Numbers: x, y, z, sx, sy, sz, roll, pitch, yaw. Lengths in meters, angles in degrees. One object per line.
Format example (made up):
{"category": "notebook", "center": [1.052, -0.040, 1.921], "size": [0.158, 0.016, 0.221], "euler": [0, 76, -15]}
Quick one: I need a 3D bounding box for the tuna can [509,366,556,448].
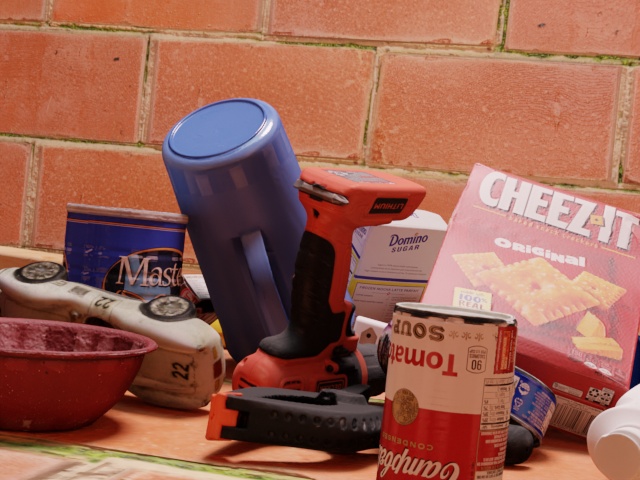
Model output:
{"category": "tuna can", "center": [0.118, 0.108, 0.736], "size": [0.086, 0.033, 0.086], "euler": [25, -17, 8]}

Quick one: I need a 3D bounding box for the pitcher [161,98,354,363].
{"category": "pitcher", "center": [-0.056, 0.001, 0.978], "size": [0.149, 0.243, 0.144], "euler": [15, 48, 37]}

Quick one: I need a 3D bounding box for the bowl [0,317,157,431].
{"category": "bowl", "center": [-0.187, 0.085, 0.678], "size": [0.162, 0.055, 0.162], "euler": [6, 0, 0]}

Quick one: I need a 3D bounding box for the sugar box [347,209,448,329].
{"category": "sugar box", "center": [0.063, 0.050, 1.113], "size": [0.093, 0.176, 0.048], "euler": [5, 28, -23]}

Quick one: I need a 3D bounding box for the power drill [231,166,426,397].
{"category": "power drill", "center": [0.022, 0.041, 0.813], "size": [0.057, 0.188, 0.184], "euler": [20, 13, 36]}

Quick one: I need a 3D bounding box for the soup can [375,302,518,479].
{"category": "soup can", "center": [0.067, 0.088, 0.571], "size": [0.068, 0.102, 0.068], "euler": [6, 1, 0]}

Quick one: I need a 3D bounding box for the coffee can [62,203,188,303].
{"category": "coffee can", "center": [-0.170, 0.043, 0.905], "size": [0.103, 0.140, 0.103], "euler": [6, 0, 0]}

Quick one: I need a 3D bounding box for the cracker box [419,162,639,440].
{"category": "cracker box", "center": [0.171, 0.040, 0.852], "size": [0.164, 0.072, 0.213], "euler": [19, 42, 9]}

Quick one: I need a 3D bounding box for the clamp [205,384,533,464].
{"category": "clamp", "center": [0.009, 0.114, 0.690], "size": [0.209, 0.036, 0.165], "euler": [9, -2, -35]}
